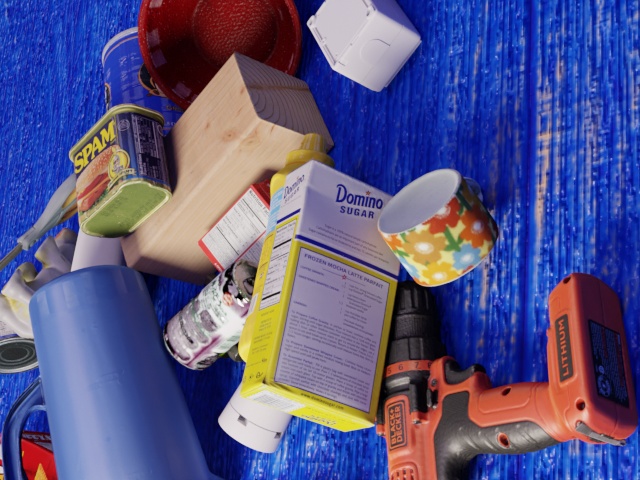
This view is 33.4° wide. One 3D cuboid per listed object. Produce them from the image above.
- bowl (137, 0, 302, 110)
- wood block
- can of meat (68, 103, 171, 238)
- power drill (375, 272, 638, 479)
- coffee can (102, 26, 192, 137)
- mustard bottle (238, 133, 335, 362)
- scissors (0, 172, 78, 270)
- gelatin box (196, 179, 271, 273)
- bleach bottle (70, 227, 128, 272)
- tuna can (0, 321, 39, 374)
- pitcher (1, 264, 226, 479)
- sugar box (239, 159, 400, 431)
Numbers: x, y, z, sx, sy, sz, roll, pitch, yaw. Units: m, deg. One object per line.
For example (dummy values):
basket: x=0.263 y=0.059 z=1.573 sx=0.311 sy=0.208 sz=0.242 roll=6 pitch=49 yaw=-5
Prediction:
bowl: x=-0.089 y=-0.198 z=1.018 sx=0.162 sy=0.162 sz=0.055 roll=-51 pitch=2 yaw=24
wood block: x=-0.096 y=-0.061 z=0.988 sx=0.206 sy=0.090 sz=0.090 roll=-46 pitch=47 yaw=29
can of meat: x=-0.182 y=-0.060 z=0.971 sx=0.102 sy=0.057 sz=0.084 roll=-35 pitch=54 yaw=37
power drill: x=0.115 y=0.088 z=0.723 sx=0.188 sy=0.057 sz=0.184 roll=-30 pitch=52 yaw=41
coffee can: x=-0.166 y=-0.132 z=1.084 sx=0.103 sy=0.102 sz=0.140 roll=-33 pitch=54 yaw=37
mustard bottle: x=-0.020 y=0.002 z=0.854 sx=0.096 sy=0.058 sz=0.191 roll=125 pitch=156 yaw=-68
scissors: x=-0.302 y=-0.014 z=1.129 sx=0.201 sy=0.016 sz=0.096 roll=-46 pitch=-5 yaw=-34
gelatin box: x=-0.056 y=0.001 z=0.943 sx=0.073 sy=0.030 sz=0.089 roll=51 pitch=121 yaw=8
bleach bottle: x=-0.217 y=-0.008 z=1.106 sx=0.102 sy=0.068 sz=0.251 roll=83 pitch=-170 yaw=-73
tuna can: x=-0.351 y=0.118 z=1.218 sx=0.086 sy=0.086 sz=0.034 roll=-40 pitch=52 yaw=33
pitcher: x=-0.190 y=0.152 z=0.937 sx=0.145 sy=0.149 sz=0.243 roll=-32 pitch=67 yaw=31
sugar box: x=0.006 y=0.040 z=0.772 sx=0.048 sy=0.093 sz=0.176 roll=-29 pitch=44 yaw=53
